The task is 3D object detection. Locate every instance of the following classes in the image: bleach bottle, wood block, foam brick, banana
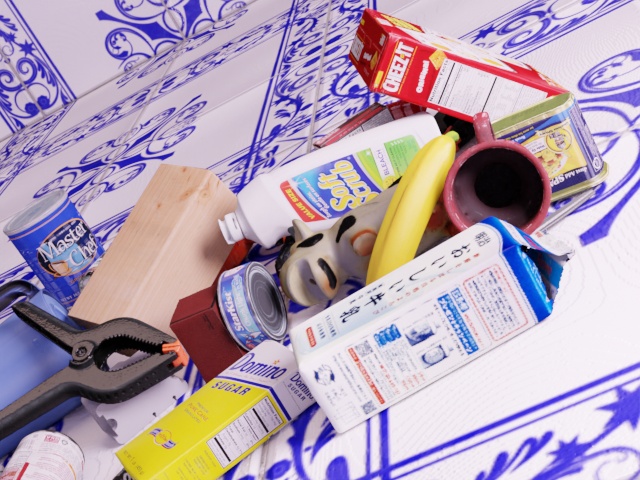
[{"bbox_3d":[0.015,-0.048,1.139,0.251,0.102,0.068,-22,8,0],"label":"bleach bottle"},{"bbox_3d":[-0.177,0.025,1.192,0.090,0.090,0.206,10,64,41],"label":"wood block"},{"bbox_3d":[-0.107,0.093,1.071,0.053,0.078,0.051,-23,22,15],"label":"foam brick"},{"bbox_3d":[0.084,-0.017,0.973,0.037,0.069,0.198,23,85,29],"label":"banana"}]

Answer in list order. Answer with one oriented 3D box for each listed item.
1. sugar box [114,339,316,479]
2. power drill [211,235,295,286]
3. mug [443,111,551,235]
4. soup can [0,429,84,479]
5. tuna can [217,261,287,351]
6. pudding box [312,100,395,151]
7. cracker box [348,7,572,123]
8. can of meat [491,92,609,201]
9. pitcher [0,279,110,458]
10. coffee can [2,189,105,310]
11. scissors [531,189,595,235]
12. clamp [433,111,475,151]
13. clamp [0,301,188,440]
[{"bbox_3d":[-0.088,0.160,0.939,0.176,0.048,0.093,-39,22,-16],"label":"sugar box"},{"bbox_3d":[-0.058,0.002,1.246,0.188,0.057,0.184,-14,28,34],"label":"power drill"},{"bbox_3d":[0.157,-0.059,0.964,0.093,0.117,0.081,-16,7,14],"label":"mug"},{"bbox_3d":[-0.264,0.231,0.987,0.069,0.068,0.102,-25,21,17],"label":"soup can"},{"bbox_3d":[-0.067,0.065,1.067,0.034,0.086,0.086,-21,23,19],"label":"tuna can"},{"bbox_3d":[0.057,-0.085,1.199,0.090,0.113,0.039,-34,23,-8],"label":"pudding box"},{"bbox_3d":[0.148,-0.179,1.172,0.164,0.213,0.072,-107,35,-68],"label":"cracker box"},{"bbox_3d":[0.211,-0.084,1.020,0.102,0.084,0.057,-22,17,24],"label":"can of meat"},{"bbox_3d":[-0.365,0.166,1.178,0.242,0.145,0.149,-36,24,-5],"label":"pitcher"},{"bbox_3d":[-0.368,0.014,1.518,0.103,0.140,0.103,-27,21,11],"label":"coffee can"},{"bbox_3d":[0.158,0.010,0.984,0.201,0.016,0.096,-38,19,-25],"label":"scissors"},{"bbox_3d":[0.186,-0.167,1.315,0.120,0.039,0.171,-26,27,25],"label":"clamp"},{"bbox_3d":[-0.235,0.113,1.061,0.210,0.036,0.164,-12,49,8],"label":"clamp"}]
